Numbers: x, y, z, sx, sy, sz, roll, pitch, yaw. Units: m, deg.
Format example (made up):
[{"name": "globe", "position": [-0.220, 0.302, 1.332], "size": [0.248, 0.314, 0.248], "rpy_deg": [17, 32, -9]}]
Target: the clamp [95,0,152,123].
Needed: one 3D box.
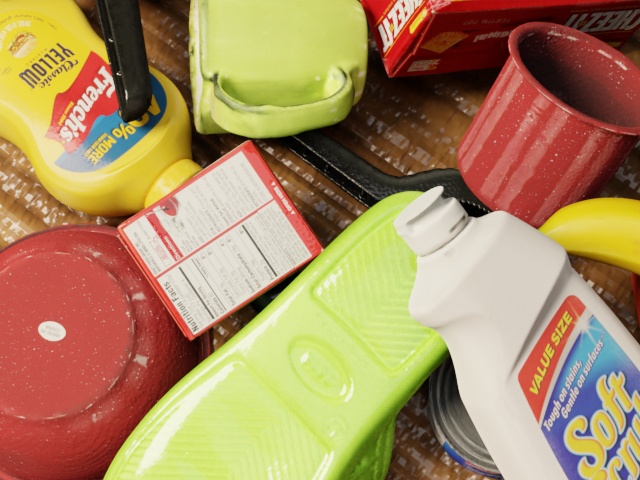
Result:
[{"name": "clamp", "position": [-0.131, -0.163, 0.639], "size": [0.164, 0.036, 0.209], "rpy_deg": [33, 52, 4]}]

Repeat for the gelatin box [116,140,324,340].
[{"name": "gelatin box", "position": [-0.054, 0.001, 0.578], "size": [0.089, 0.030, 0.073], "rpy_deg": [-34, 88, -4]}]

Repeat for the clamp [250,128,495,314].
[{"name": "clamp", "position": [0.044, -0.016, 0.617], "size": [0.171, 0.039, 0.120], "rpy_deg": [-2, 77, -1]}]

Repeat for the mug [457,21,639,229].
[{"name": "mug", "position": [0.130, -0.067, 0.595], "size": [0.093, 0.082, 0.117], "rpy_deg": [24, 39, -3]}]

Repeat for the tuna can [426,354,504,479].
[{"name": "tuna can", "position": [0.101, 0.086, 0.582], "size": [0.086, 0.034, 0.086], "rpy_deg": [-1, 71, 2]}]

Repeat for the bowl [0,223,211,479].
[{"name": "bowl", "position": [-0.144, 0.058, 0.590], "size": [0.162, 0.055, 0.162], "rpy_deg": [-1, 71, 1]}]

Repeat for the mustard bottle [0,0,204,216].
[{"name": "mustard bottle", "position": [-0.134, -0.070, 0.631], "size": [0.192, 0.058, 0.096], "rpy_deg": [40, 69, 13]}]

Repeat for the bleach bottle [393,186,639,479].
[{"name": "bleach bottle", "position": [0.116, 0.085, 0.513], "size": [0.102, 0.068, 0.251], "rpy_deg": [-41, 100, -12]}]

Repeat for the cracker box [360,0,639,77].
[{"name": "cracker box", "position": [0.090, -0.211, 0.638], "size": [0.164, 0.072, 0.214], "rpy_deg": [-10, 69, -23]}]
